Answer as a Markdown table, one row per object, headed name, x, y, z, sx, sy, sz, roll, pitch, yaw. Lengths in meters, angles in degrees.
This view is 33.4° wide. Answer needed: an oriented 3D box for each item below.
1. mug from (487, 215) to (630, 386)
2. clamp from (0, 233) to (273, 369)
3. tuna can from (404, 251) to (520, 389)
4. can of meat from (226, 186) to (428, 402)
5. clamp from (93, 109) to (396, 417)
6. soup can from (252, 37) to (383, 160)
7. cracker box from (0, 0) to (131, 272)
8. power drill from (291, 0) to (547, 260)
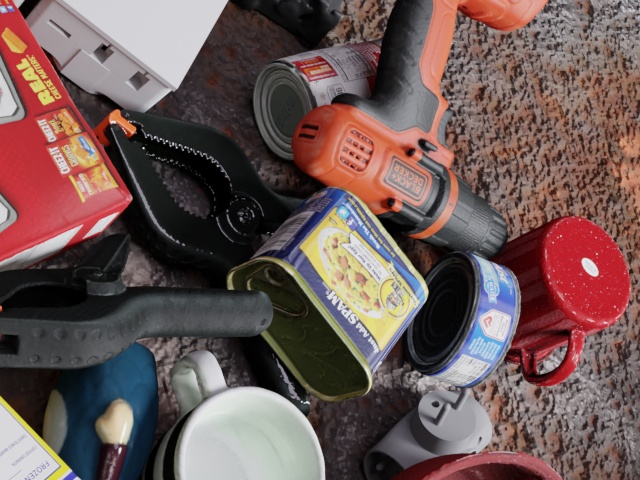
| name | x | y | z | sx | sy | sz | roll | pitch | yaw |
| --- | --- | --- | --- | --- | --- | --- | --- | --- | --- |
| mug | 0.159 | 0.043 | 0.743 | 0.093 | 0.082 | 0.117 | 19 | 61 | -24 |
| clamp | -0.105 | 0.035 | 0.541 | 0.171 | 0.120 | 0.039 | -28 | 126 | -62 |
| tuna can | 0.090 | 0.051 | 0.695 | 0.033 | 0.086 | 0.086 | 21 | 60 | -21 |
| can of meat | 0.007 | 0.029 | 0.633 | 0.102 | 0.058 | 0.083 | 52 | 49 | -13 |
| clamp | -0.054 | 0.001 | 0.657 | 0.209 | 0.036 | 0.164 | 33 | 55 | -20 |
| soup can | 0.014 | -0.097 | 0.722 | 0.102 | 0.069 | 0.068 | -19 | 80 | -36 |
| cracker box | -0.231 | -0.039 | 0.544 | 0.213 | 0.072 | 0.164 | -29 | 85 | -36 |
| power drill | 0.083 | -0.093 | 0.694 | 0.184 | 0.057 | 0.187 | 27 | 81 | -38 |
